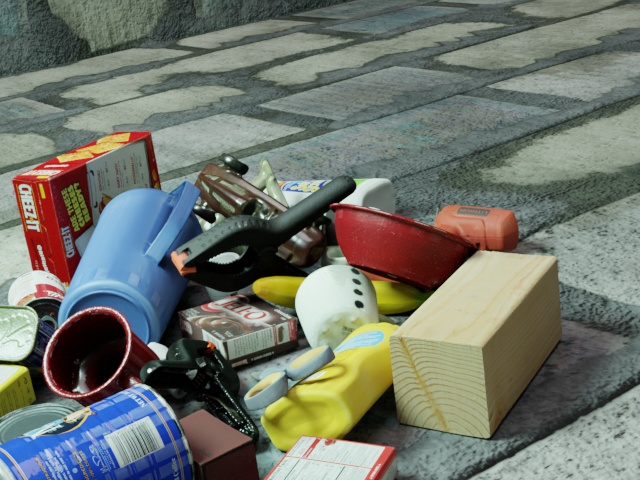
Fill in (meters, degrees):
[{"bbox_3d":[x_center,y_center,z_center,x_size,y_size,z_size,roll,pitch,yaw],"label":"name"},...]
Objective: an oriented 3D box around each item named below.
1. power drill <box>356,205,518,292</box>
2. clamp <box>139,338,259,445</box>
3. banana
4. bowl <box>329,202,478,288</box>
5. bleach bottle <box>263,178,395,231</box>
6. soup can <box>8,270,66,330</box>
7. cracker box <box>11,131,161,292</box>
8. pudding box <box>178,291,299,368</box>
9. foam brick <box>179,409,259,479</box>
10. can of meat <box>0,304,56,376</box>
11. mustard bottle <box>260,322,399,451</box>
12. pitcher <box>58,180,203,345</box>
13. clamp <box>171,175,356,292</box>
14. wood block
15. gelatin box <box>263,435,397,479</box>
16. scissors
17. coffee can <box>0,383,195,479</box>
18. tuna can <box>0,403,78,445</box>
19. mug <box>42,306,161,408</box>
[{"bbox_3d":[0.159,0.017,1.246,0.185,0.057,0.187,8,25,35],"label":"power drill"},{"bbox_3d":[-0.118,0.126,0.995,0.039,0.120,0.171,-49,20,2],"label":"clamp"},{"bbox_3d":[0.025,0.057,1.166,0.197,0.037,0.070,1,-22,-2],"label":"banana"},{"bbox_3d":[0.080,0.011,1.114,0.162,0.055,0.162,17,-5,1],"label":"bowl"},{"bbox_3d":[-0.027,-0.051,1.488,0.251,0.068,0.102,4,21,32],"label":"bleach bottle"},{"bbox_3d":[-0.318,0.080,1.214,0.068,0.068,0.102,-13,20,-16],"label":"soup can"},{"bbox_3d":[-0.290,-0.036,1.382,0.072,0.164,0.213,3,22,28],"label":"cracker box"},{"bbox_3d":[-0.088,0.095,1.141,0.089,0.039,0.114,-16,23,-28],"label":"pudding box"},{"bbox_3d":[-0.094,0.184,0.883,0.052,0.051,0.078,-21,24,-33],"label":"foam brick"},{"bbox_3d":[-0.326,0.106,1.106,0.102,0.057,0.084,2,-21,11],"label":"can of meat"},{"bbox_3d":[0.030,0.124,0.983,0.096,0.058,0.191,-28,5,35],"label":"mustard bottle"},{"bbox_3d":[-0.207,0.035,1.200,0.145,0.149,0.242,-5,23,4],"label":"pitcher"},{"bbox_3d":[-0.058,0.001,1.155,0.209,0.165,0.036,-3,37,-34],"label":"clamp"},{"bbox_3d":[0.151,0.090,1.001,0.090,0.091,0.205,5,23,30],"label":"wood block"},{"bbox_3d":[0.008,0.192,0.858,0.089,0.030,0.073,3,23,25],"label":"gelatin box"},{"bbox_3d":[-0.029,0.117,0.976,0.096,0.016,0.202,-31,2,2],"label":"scissors"},{"bbox_3d":[-0.184,0.185,0.833,0.140,0.103,0.103,-22,25,-35],"label":"coffee can"},{"bbox_3d":[-0.256,0.182,0.964,0.086,0.034,0.086,-6,20,2],"label":"tuna can"},{"bbox_3d":[-0.190,0.125,0.996,0.117,0.081,0.093,24,71,33],"label":"mug"}]
